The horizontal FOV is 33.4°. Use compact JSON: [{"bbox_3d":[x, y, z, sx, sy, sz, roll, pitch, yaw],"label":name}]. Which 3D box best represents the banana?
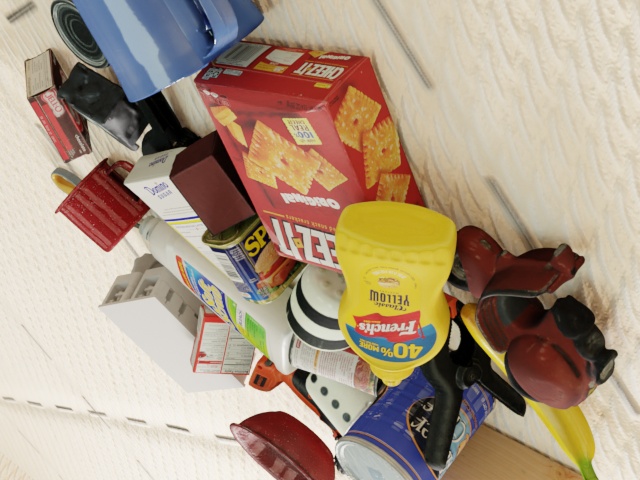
[{"bbox_3d":[0.193,0.128,0.962,0.198,0.037,0.069,52,-172,-2],"label":"banana"}]

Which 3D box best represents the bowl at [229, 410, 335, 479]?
[{"bbox_3d":[-0.036,0.262,1.326,0.162,0.055,0.162,36,159,16],"label":"bowl"}]

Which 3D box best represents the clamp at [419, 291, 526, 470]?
[{"bbox_3d":[0.125,0.131,0.998,0.039,0.120,0.171,13,135,54],"label":"clamp"}]

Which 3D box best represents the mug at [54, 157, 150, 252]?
[{"bbox_3d":[-0.253,-0.047,1.291,0.081,0.093,0.117,43,116,-8],"label":"mug"}]

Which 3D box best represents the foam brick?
[{"bbox_3d":[-0.101,-0.055,1.026,0.051,0.053,0.078,-26,117,18],"label":"foam brick"}]

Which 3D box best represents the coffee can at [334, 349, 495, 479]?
[{"bbox_3d":[0.097,0.189,1.080,0.103,0.140,0.103,32,150,21],"label":"coffee can"}]

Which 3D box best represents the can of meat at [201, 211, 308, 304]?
[{"bbox_3d":[-0.057,0.001,1.073,0.058,0.102,0.084,9,138,48],"label":"can of meat"}]

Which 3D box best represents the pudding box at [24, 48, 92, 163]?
[{"bbox_3d":[-0.292,-0.150,1.188,0.113,0.039,0.090,-119,6,-55],"label":"pudding box"}]

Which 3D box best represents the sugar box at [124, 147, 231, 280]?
[{"bbox_3d":[-0.114,-0.025,1.126,0.094,0.048,0.176,-5,137,46],"label":"sugar box"}]

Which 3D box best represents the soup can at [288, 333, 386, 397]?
[{"bbox_3d":[0.025,0.118,1.132,0.102,0.068,0.068,18,144,18],"label":"soup can"}]

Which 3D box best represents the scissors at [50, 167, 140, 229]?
[{"bbox_3d":[-0.278,-0.029,1.408,0.202,0.016,0.096,34,152,18],"label":"scissors"}]

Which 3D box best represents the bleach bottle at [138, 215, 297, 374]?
[{"bbox_3d":[-0.116,0.050,1.256,0.251,0.068,0.102,34,150,24],"label":"bleach bottle"}]

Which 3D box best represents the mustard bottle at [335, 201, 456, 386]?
[{"bbox_3d":[0.062,0.056,0.910,0.096,0.058,0.192,8,134,11],"label":"mustard bottle"}]

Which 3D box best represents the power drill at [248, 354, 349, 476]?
[{"bbox_3d":[-0.001,0.211,1.328,0.188,0.057,0.185,38,151,8],"label":"power drill"}]

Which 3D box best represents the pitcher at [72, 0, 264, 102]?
[{"bbox_3d":[-0.155,-0.243,0.850,0.149,0.145,0.242,-22,111,26],"label":"pitcher"}]

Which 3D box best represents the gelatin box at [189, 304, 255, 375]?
[{"bbox_3d":[-0.117,0.122,1.309,0.030,0.073,0.089,-114,32,-55],"label":"gelatin box"}]

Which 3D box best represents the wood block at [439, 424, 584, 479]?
[{"bbox_3d":[0.170,0.259,1.132,0.206,0.090,0.090,24,147,32],"label":"wood block"}]

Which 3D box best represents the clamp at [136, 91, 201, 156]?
[{"bbox_3d":[-0.151,-0.105,1.115,0.164,0.036,0.210,37,153,-2],"label":"clamp"}]

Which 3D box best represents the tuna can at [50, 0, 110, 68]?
[{"bbox_3d":[-0.232,-0.217,1.079,0.086,0.033,0.086,32,149,21],"label":"tuna can"}]

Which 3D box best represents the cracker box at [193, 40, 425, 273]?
[{"bbox_3d":[-0.003,-0.065,0.943,0.164,0.072,0.213,16,142,41],"label":"cracker box"}]
